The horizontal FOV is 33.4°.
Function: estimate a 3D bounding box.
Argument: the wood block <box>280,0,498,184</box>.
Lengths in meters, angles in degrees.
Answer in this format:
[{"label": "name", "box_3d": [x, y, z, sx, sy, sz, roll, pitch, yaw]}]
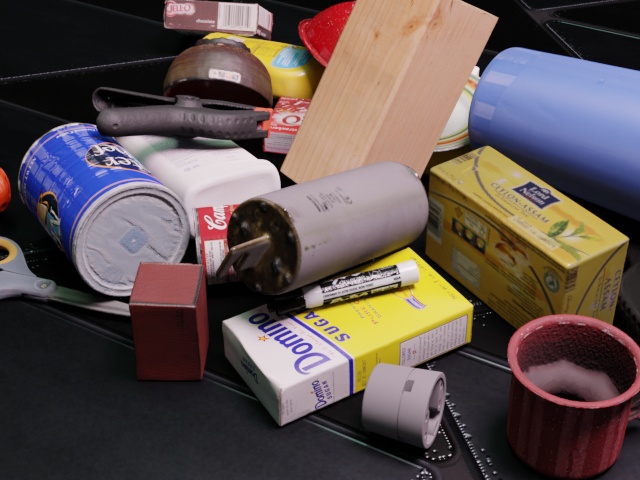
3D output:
[{"label": "wood block", "box_3d": [0.059, -0.129, 0.959, 0.090, 0.206, 0.090, 8, 22, -46]}]

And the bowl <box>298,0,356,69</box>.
[{"label": "bowl", "box_3d": [0.058, -0.207, 1.140, 0.162, 0.055, 0.162, 28, 27, -16]}]

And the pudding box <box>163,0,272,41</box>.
[{"label": "pudding box", "box_3d": [-0.120, -0.262, 1.267, 0.113, 0.039, 0.090, 7, 7, 8]}]

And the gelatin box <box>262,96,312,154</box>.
[{"label": "gelatin box", "box_3d": [-0.009, -0.117, 1.104, 0.089, 0.030, 0.073, 7, 37, 12]}]

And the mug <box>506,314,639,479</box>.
[{"label": "mug", "box_3d": [0.185, 0.110, 0.748, 0.117, 0.081, 0.093, -10, 37, -11]}]

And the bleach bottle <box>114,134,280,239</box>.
[{"label": "bleach bottle", "box_3d": [-0.143, -0.089, 1.045, 0.102, 0.068, 0.251, -15, 35, -28]}]

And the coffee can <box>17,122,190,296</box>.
[{"label": "coffee can", "box_3d": [-0.189, -0.029, 0.920, 0.102, 0.103, 0.140, -21, 37, -25]}]

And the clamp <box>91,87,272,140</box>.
[{"label": "clamp", "box_3d": [-0.128, -0.111, 0.975, 0.171, 0.039, 0.120, 3, 24, -6]}]

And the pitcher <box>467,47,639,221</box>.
[{"label": "pitcher", "box_3d": [0.262, -0.095, 0.932, 0.243, 0.145, 0.149, 23, 8, 33]}]

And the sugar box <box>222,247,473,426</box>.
[{"label": "sugar box", "box_3d": [0.022, 0.071, 0.836, 0.176, 0.048, 0.093, -19, 40, -25]}]

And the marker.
[{"label": "marker", "box_3d": [0.017, 0.037, 0.827, 0.121, 0.020, 0.020, -13, 38, -12]}]

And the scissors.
[{"label": "scissors", "box_3d": [-0.240, 0.031, 0.921, 0.202, 0.016, 0.096, 3, 36, 4]}]

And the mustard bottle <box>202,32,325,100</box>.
[{"label": "mustard bottle", "box_3d": [-0.040, -0.186, 1.175, 0.192, 0.058, 0.096, 11, 27, 15]}]

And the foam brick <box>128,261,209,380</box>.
[{"label": "foam brick", "box_3d": [-0.115, 0.063, 0.823, 0.053, 0.078, 0.051, 2, 36, 0]}]

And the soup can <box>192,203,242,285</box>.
[{"label": "soup can", "box_3d": [-0.056, 0.001, 0.914, 0.102, 0.068, 0.068, -5, 37, -7]}]
